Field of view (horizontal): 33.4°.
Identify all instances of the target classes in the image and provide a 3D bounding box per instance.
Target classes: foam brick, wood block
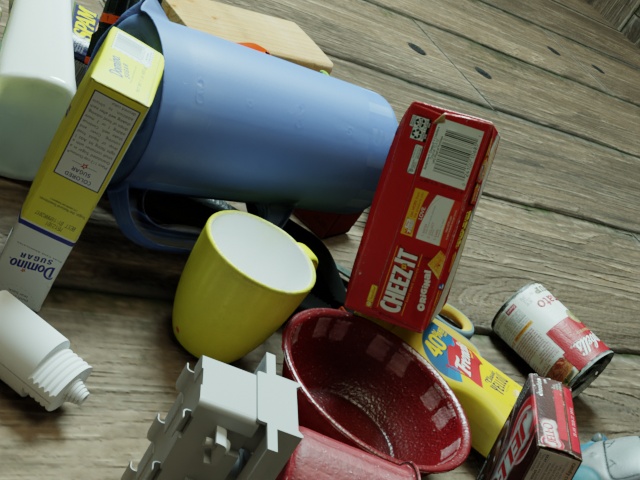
[{"bbox_3d":[0.001,-0.047,1.050,0.078,0.053,0.051,44,28,17],"label":"foam brick"},{"bbox_3d":[-0.098,-0.191,1.138,0.205,0.091,0.090,3,40,-48],"label":"wood block"}]

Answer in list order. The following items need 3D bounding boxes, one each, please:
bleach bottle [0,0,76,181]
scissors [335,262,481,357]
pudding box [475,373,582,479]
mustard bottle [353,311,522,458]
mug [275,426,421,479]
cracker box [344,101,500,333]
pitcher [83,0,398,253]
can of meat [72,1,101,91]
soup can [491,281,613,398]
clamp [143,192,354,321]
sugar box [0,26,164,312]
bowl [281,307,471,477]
[{"bbox_3d":[-0.236,-0.165,0.889,0.068,0.103,0.251,8,39,-18],"label":"bleach bottle"},{"bbox_3d":[0.071,0.050,1.006,0.202,0.016,0.096,38,24,8],"label":"scissors"},{"bbox_3d":[0.150,0.168,0.779,0.039,0.114,0.090,18,27,0],"label":"pudding box"},{"bbox_3d":[0.107,0.115,0.886,0.191,0.058,0.096,37,23,6],"label":"mustard bottle"},{"bbox_3d":[0.002,0.164,0.661,0.081,0.093,0.117,24,-4,-10],"label":"mug"},{"bbox_3d":[0.089,-0.023,0.876,0.072,0.164,0.213,19,6,9],"label":"cracker box"},{"bbox_3d":[-0.059,-0.078,0.841,0.242,0.149,0.145,9,33,-37],"label":"pitcher"},{"bbox_3d":[-0.215,-0.176,1.015,0.083,0.057,0.102,26,27,-22],"label":"can of meat"},{"bbox_3d":[0.225,0.098,1.043,0.102,0.069,0.068,47,28,26],"label":"soup can"},{"bbox_3d":[-0.056,0.001,0.887,0.210,0.036,0.164,53,41,9],"label":"clamp"},{"bbox_3d":[-0.164,-0.047,0.712,0.048,0.176,0.093,29,26,-16],"label":"sugar box"},{"bbox_3d":[0.030,0.124,0.784,0.162,0.055,0.162,27,27,-15],"label":"bowl"}]
